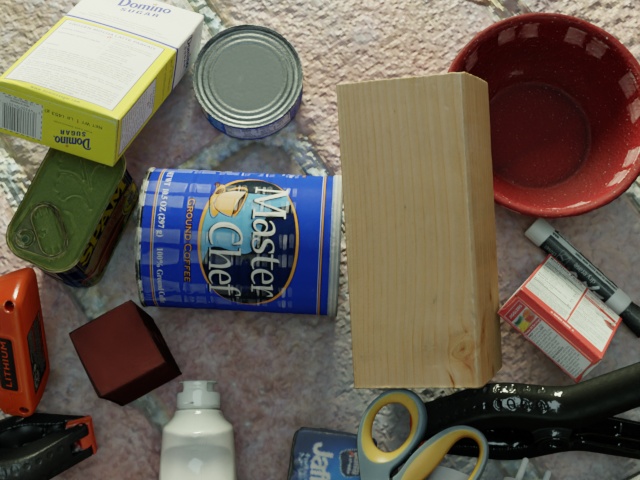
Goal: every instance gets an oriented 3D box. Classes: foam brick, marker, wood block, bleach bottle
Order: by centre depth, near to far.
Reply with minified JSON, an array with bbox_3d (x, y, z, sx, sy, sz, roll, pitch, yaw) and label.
[{"bbox_3d":[-0.084,0.220,0.720,0.068,0.102,0.251,0,78,-5],"label":"bleach bottle"},{"bbox_3d":[0.071,-0.007,0.743,0.091,0.090,0.206,-3,92,19],"label":"wood block"},{"bbox_3d":[-0.139,0.082,0.766,0.051,0.078,0.053,-28,78,-5],"label":"foam brick"},{"bbox_3d":[0.205,0.029,0.805,0.121,0.020,0.020,43,81,9],"label":"marker"}]

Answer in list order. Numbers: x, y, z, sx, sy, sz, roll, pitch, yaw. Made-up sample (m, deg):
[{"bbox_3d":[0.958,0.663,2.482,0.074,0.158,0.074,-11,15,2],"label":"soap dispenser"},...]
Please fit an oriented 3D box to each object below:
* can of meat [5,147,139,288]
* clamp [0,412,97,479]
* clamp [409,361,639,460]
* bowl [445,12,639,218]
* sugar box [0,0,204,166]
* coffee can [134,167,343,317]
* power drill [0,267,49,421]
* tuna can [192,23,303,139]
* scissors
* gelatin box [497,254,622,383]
[{"bbox_3d":[-0.178,-0.019,0.786,0.057,0.084,0.102,24,78,5],"label":"can of meat"},{"bbox_3d":[-0.243,0.159,0.738,0.171,0.120,0.039,-11,116,-3],"label":"clamp"},{"bbox_3d":[0.169,0.129,0.745,0.210,0.164,0.036,-10,55,20],"label":"clamp"},{"bbox_3d":[0.168,-0.089,0.814,0.162,0.055,0.162,0,77,0],"label":"bowl"},{"bbox_3d":[-0.158,-0.126,0.782,0.093,0.048,0.176,18,35,5],"label":"sugar box"},{"bbox_3d":[-0.055,0.001,0.771,0.140,0.103,0.103,3,77,1],"label":"coffee can"},{"bbox_3d":[-0.290,0.058,0.739,0.187,0.057,0.184,0,120,2],"label":"power drill"},{"bbox_3d":[-0.056,-0.123,0.835,0.086,0.034,0.086,0,77,0],"label":"tuna can"},{"bbox_3d":[0.019,0.177,0.710,0.201,0.016,0.096,-36,70,-1],"label":"scissors"},{"bbox_3d":[0.173,0.055,0.767,0.073,0.089,0.030,42,118,9],"label":"gelatin box"}]
